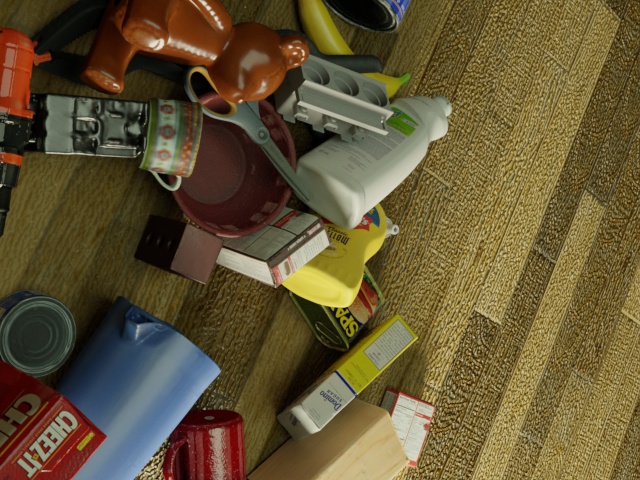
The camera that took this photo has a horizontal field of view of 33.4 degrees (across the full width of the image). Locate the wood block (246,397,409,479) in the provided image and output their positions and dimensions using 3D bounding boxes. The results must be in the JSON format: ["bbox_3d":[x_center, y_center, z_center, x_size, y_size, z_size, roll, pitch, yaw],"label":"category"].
[{"bbox_3d":[-0.003,0.291,1.290,0.205,0.091,0.090,-38,119,-28],"label":"wood block"}]

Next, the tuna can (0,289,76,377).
[{"bbox_3d":[-0.291,0.094,1.073,0.085,0.034,0.086,-6,101,-37],"label":"tuna can"}]

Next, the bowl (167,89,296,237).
[{"bbox_3d":[-0.107,-0.085,1.170,0.161,0.055,0.162,-1,93,-35],"label":"bowl"}]

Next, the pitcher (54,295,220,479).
[{"bbox_3d":[-0.219,0.192,1.095,0.149,0.145,0.242,42,75,-22],"label":"pitcher"}]

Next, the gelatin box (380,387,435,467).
[{"bbox_3d":[0.106,0.246,1.407,0.073,0.030,0.089,25,81,-36],"label":"gelatin box"}]

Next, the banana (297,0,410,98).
[{"bbox_3d":[0.031,-0.221,1.279,0.197,0.037,0.069,36,57,-37],"label":"banana"}]

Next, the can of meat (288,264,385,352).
[{"bbox_3d":[0.023,0.070,1.300,0.083,0.058,0.102,-47,122,-26],"label":"can of meat"}]

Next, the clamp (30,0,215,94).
[{"bbox_3d":[-0.191,-0.199,1.088,0.209,0.036,0.164,-22,132,-20],"label":"clamp"}]

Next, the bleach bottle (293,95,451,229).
[{"bbox_3d":[0.082,-0.110,1.281,0.250,0.103,0.068,-36,149,-37],"label":"bleach bottle"}]

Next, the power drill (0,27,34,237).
[{"bbox_3d":[-0.311,-0.089,0.933,0.057,0.188,0.184,11,88,-40],"label":"power drill"}]

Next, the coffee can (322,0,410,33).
[{"bbox_3d":[0.074,-0.330,1.250,0.102,0.103,0.140,35,76,-36],"label":"coffee can"}]

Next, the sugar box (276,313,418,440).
[{"bbox_3d":[0.032,0.165,1.295,0.176,0.093,0.048,-37,87,-27],"label":"sugar box"}]

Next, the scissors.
[{"bbox_3d":[-0.061,-0.135,1.153,0.201,0.016,0.096,37,75,-29],"label":"scissors"}]

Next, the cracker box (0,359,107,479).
[{"bbox_3d":[-0.312,0.192,0.956,0.164,0.214,0.072,-51,123,-21],"label":"cracker box"}]

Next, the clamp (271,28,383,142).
[{"bbox_3d":[-0.022,-0.182,1.229,0.171,0.039,0.120,17,109,-26],"label":"clamp"}]

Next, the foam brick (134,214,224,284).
[{"bbox_3d":[-0.152,0.009,1.141,0.051,0.078,0.053,27,80,-39],"label":"foam brick"}]

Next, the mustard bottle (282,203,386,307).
[{"bbox_3d":[0.026,-0.010,1.260,0.058,0.096,0.191,100,15,-45],"label":"mustard bottle"}]

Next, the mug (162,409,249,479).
[{"bbox_3d":[-0.132,0.237,1.180,0.117,0.093,0.081,-9,97,-53],"label":"mug"}]

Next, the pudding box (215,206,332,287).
[{"bbox_3d":[-0.058,0.001,1.190,0.090,0.114,0.039,-39,124,-26],"label":"pudding box"}]
